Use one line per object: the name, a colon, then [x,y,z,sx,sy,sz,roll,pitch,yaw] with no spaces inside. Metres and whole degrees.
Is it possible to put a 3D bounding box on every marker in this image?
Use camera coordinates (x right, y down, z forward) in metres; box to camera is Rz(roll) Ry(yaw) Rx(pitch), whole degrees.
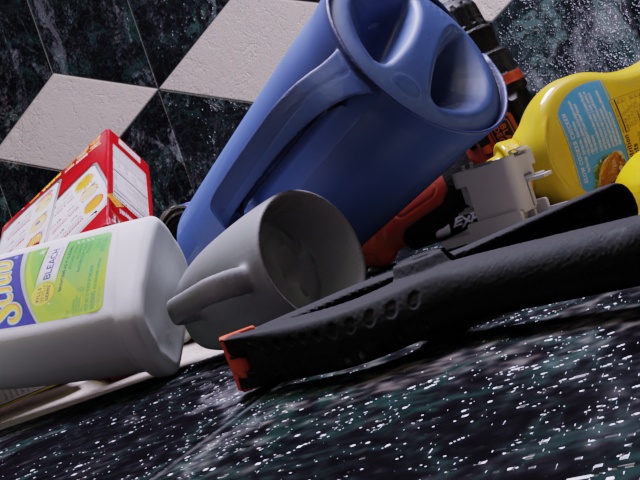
marker: [0.128,-0.019,0.943,0.121,0.020,0.020,-19,3,-10]

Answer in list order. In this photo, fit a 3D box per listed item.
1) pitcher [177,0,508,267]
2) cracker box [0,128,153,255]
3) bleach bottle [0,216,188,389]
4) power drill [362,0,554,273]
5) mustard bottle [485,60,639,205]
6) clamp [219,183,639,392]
pitcher: [-0.006,-0.050,0.707,0.149,0.145,0.243,21,-46,-24]
cracker box: [-0.238,0.006,1.029,0.164,0.072,0.214,-41,29,12]
bleach bottle: [-0.212,0.057,0.682,0.251,0.068,0.102,-13,46,14]
power drill: [0.079,-0.071,0.821,0.188,0.184,0.057,-28,-2,29]
mustard bottle: [0.197,-0.071,0.735,0.191,0.096,0.058,-19,3,-4]
clamp: [0.054,0.023,0.464,0.210,0.036,0.164,-21,2,5]
